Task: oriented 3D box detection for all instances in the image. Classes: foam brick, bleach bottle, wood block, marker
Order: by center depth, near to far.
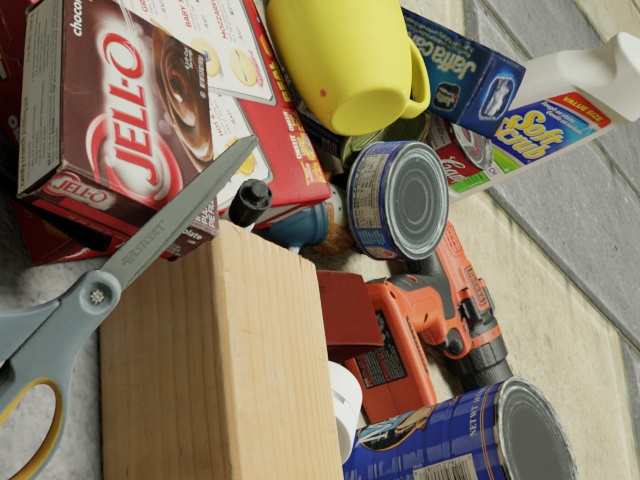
[{"bbox_3d":[-0.049,0.106,0.546,0.090,0.090,0.206,28,47,-49],"label":"wood block"},{"bbox_3d":[-0.054,0.001,0.591,0.020,0.121,0.020,11,59,-19],"label":"marker"},{"bbox_3d":[-0.005,0.052,0.694,0.078,0.051,0.053,9,60,-56],"label":"foam brick"},{"bbox_3d":[0.187,-0.117,0.921,0.102,0.251,0.068,46,35,-30],"label":"bleach bottle"}]

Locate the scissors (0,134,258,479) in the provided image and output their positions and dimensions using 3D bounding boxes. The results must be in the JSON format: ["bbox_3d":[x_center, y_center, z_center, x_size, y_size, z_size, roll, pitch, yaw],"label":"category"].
[{"bbox_3d":[-0.115,0.020,0.448,0.096,0.202,0.016,31,0,-21],"label":"scissors"}]

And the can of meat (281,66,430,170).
[{"bbox_3d":[0.020,-0.094,0.799,0.084,0.057,0.101,35,16,28],"label":"can of meat"}]

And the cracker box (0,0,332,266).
[{"bbox_3d":[-0.098,-0.081,0.621,0.213,0.072,0.164,-12,79,-59],"label":"cracker box"}]

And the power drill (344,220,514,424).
[{"bbox_3d":[0.086,0.081,0.818,0.187,0.057,0.184,-22,87,-62],"label":"power drill"}]

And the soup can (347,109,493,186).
[{"bbox_3d":[0.079,-0.069,0.863,0.068,0.102,0.068,37,40,-40],"label":"soup can"}]

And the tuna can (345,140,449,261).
[{"bbox_3d":[0.056,-0.028,0.753,0.085,0.034,0.086,-1,92,-52],"label":"tuna can"}]

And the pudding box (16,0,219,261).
[{"bbox_3d":[-0.094,-0.056,0.498,0.089,0.039,0.113,27,43,-44],"label":"pudding box"}]

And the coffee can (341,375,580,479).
[{"bbox_3d":[0.075,0.153,0.659,0.102,0.141,0.103,37,40,-40],"label":"coffee can"}]
